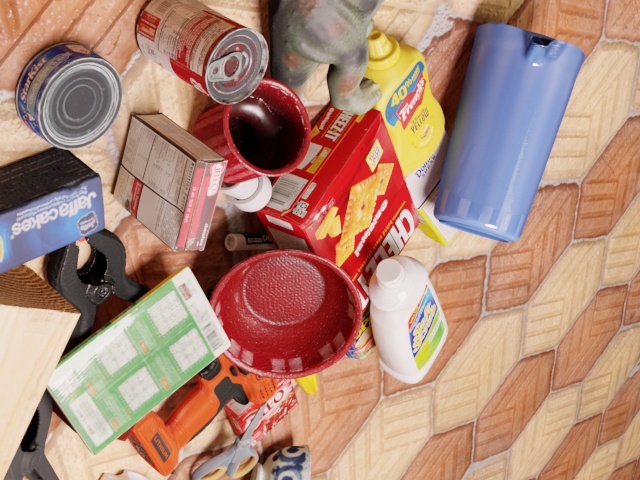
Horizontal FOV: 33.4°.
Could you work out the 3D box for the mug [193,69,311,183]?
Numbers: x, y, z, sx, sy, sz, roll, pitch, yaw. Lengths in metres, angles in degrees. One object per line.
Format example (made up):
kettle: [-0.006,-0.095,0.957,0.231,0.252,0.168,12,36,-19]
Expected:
mug: [-0.070,-0.111,1.013,0.093,0.082,0.117,0,83,-32]

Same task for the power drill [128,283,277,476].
power drill: [-0.137,0.156,1.182,0.187,0.057,0.184,-39,134,-22]

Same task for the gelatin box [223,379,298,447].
gelatin box: [-0.072,0.205,1.324,0.089,0.030,0.073,-41,142,-22]

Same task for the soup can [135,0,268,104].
soup can: [-0.104,-0.168,0.920,0.068,0.102,0.068,-31,138,-32]

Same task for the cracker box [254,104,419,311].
cracker box: [0.028,-0.027,1.200,0.164,0.072,0.213,-55,147,-21]

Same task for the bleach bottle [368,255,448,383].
bleach bottle: [0.096,0.088,1.269,0.102,0.068,0.250,-56,157,-13]

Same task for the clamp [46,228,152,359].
clamp: [-0.207,0.040,1.021,0.120,0.039,0.171,-35,141,-35]

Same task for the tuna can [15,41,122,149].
tuna can: [-0.209,-0.120,0.892,0.086,0.034,0.086,-30,138,-32]

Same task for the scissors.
scissors: [-0.110,0.249,1.270,0.096,0.016,0.202,-21,153,-16]

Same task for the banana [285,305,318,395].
banana: [-0.037,0.113,1.263,0.037,0.070,0.198,-18,143,-2]

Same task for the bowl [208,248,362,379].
bowl: [-0.038,0.067,1.126,0.162,0.055,0.162,-1,120,-2]

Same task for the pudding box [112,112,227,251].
pudding box: [-0.137,-0.054,0.962,0.039,0.114,0.090,-4,121,-45]

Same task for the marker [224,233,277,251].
marker: [-0.058,0.001,1.186,0.120,0.020,0.020,-1,118,-50]

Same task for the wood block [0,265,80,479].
wood block: [-0.305,0.127,0.926,0.090,0.091,0.206,13,107,-53]

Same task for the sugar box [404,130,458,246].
sugar box: [0.142,-0.072,1.348,0.093,0.048,0.176,-53,142,-7]

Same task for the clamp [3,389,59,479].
clamp: [-0.288,0.209,1.037,0.164,0.036,0.210,-42,143,-71]

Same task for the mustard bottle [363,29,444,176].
mustard bottle: [0.084,-0.163,1.191,0.096,0.058,0.191,-51,145,-17]

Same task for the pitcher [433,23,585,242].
pitcher: [0.218,-0.125,1.280,0.149,0.145,0.243,18,89,-46]
